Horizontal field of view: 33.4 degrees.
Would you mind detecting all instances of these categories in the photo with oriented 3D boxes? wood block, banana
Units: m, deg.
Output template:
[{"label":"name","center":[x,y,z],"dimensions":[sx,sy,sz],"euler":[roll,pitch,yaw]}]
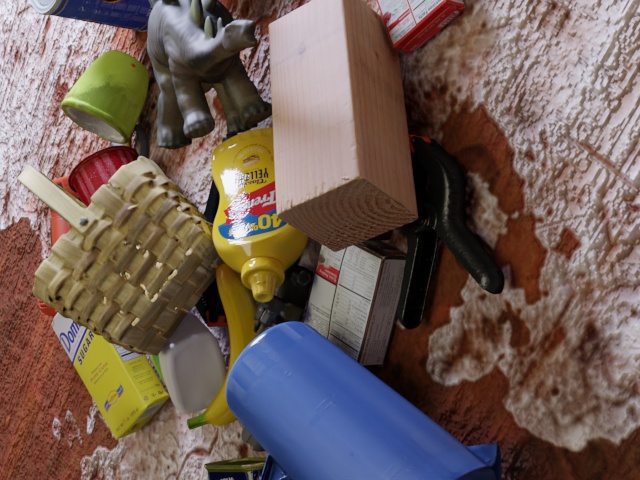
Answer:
[{"label":"wood block","center":[0.017,-0.108,0.944],"dimensions":[0.091,0.090,0.206],"euler":[-22,56,30]},{"label":"banana","center":[-0.092,0.120,1.135],"dimensions":[0.037,0.069,0.198],"euler":[-127,46,-66]}]

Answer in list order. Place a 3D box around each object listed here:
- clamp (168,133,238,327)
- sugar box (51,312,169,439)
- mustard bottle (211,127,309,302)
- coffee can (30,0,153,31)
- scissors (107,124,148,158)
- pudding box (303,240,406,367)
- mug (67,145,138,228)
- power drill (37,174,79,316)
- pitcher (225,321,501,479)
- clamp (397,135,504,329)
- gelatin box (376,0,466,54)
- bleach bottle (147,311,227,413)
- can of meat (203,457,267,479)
[{"label":"clamp","center":[-0.135,-0.004,1.216],"dimensions":[0.165,0.036,0.210],"euler":[-14,78,49]},{"label":"sugar box","center":[-0.263,0.148,1.323],"dimensions":[0.176,0.048,0.093],"euler":[54,130,13]},{"label":"mustard bottle","center":[-0.059,-0.022,1.050],"dimensions":[0.096,0.058,0.191],"euler":[-12,52,10]},{"label":"coffee can","center":[-0.274,-0.319,1.315],"dimensions":[0.103,0.140,0.103],"euler":[-3,86,50]},{"label":"scissors","center":[-0.221,-0.068,1.338],"dimensions":[0.202,0.016,0.096],"euler":[53,127,37]},{"label":"pudding box","center":[0.032,0.053,1.012],"dimensions":[0.090,0.039,0.113],"euler":[28,112,46]},{"label":"mug","center":[-0.256,-0.048,1.292],"dimensions":[0.117,0.093,0.081],"euler":[-34,68,8]},{"label":"power drill","center":[-0.323,0.008,1.425],"dimensions":[0.185,0.057,0.187],"euler":[-9,81,46]},{"label":"pitcher","center":[0.020,0.183,0.915],"dimensions":[0.243,0.148,0.145],"euler":[38,121,36]},{"label":"clamp","center":[0.106,-0.014,0.926],"dimensions":[0.120,0.039,0.171],"euler":[-15,77,45]},{"label":"gelatin box","center":[0.087,-0.226,0.965],"dimensions":[0.073,0.030,0.089],"euler":[-37,61,42]},{"label":"bleach bottle","center":[-0.192,0.095,1.254],"dimensions":[0.251,0.068,0.102],"euler":[40,146,52]},{"label":"can of meat","center":[-0.074,0.272,1.115],"dimensions":[0.102,0.057,0.084],"euler":[-15,79,50]}]
